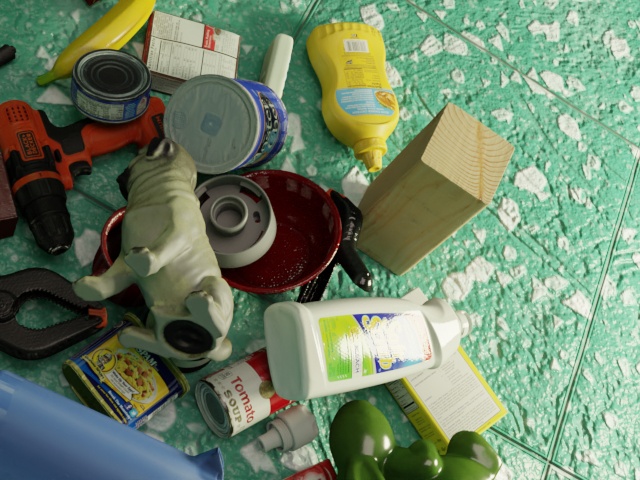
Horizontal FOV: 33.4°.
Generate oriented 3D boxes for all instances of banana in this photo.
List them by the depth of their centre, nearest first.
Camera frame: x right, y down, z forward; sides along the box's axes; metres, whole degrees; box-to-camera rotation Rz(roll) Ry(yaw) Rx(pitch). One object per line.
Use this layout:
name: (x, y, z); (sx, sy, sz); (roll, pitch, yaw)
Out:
banana: (-0.239, -0.242, 1.207); (0.197, 0.070, 0.037); (-49, 134, -29)

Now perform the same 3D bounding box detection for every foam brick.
foam brick: (-0.344, -0.043, 1.088); (0.051, 0.053, 0.078); (-10, 72, -27)

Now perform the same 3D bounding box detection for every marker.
marker: (-0.377, -0.177, 1.154); (0.020, 0.020, 0.121); (45, 58, 1)

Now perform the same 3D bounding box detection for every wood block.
wood block: (0.117, -0.052, 1.201); (0.090, 0.206, 0.090); (33, 58, -7)

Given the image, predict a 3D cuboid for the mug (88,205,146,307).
mug: (-0.198, 0.026, 1.103); (0.117, 0.082, 0.093); (-37, 85, -32)

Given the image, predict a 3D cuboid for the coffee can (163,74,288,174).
coffee can: (-0.100, -0.126, 1.162); (0.103, 0.140, 0.103); (1, 96, 11)

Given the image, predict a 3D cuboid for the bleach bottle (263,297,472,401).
bleach bottle: (0.062, 0.098, 1.124); (0.250, 0.068, 0.102); (-8, 92, -38)

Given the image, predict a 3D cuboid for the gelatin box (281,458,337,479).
gelatin box: (-0.005, 0.280, 1.101); (0.073, 0.030, 0.089); (-19, 76, -29)

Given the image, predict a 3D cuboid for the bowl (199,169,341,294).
bowl: (-0.058, 0.001, 1.172); (0.162, 0.055, 0.162); (-1, 56, 1)

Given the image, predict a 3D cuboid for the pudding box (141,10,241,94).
pudding box: (-0.153, -0.213, 1.257); (0.113, 0.039, 0.090); (12, 63, -16)

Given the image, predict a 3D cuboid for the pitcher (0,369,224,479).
pitcher: (-0.222, 0.229, 0.983); (0.242, 0.145, 0.149); (29, 47, -5)

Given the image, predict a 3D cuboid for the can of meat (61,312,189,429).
can of meat: (-0.196, 0.138, 1.068); (0.083, 0.058, 0.102); (-37, 86, -30)

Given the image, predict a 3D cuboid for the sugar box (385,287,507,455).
sugar box: (0.122, 0.150, 1.208); (0.093, 0.048, 0.176); (-29, 77, -31)

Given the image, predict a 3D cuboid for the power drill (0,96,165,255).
power drill: (-0.239, -0.079, 1.139); (0.187, 0.057, 0.184); (-12, 66, -29)

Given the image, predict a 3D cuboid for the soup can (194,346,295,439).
soup can: (-0.071, 0.154, 1.109); (0.102, 0.069, 0.068); (-24, 79, -30)

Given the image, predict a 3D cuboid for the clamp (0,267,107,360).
clamp: (-0.316, 0.078, 1.038); (0.210, 0.036, 0.164); (10, 66, -4)

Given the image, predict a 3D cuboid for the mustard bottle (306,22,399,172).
mustard bottle: (0.046, -0.174, 1.313); (0.096, 0.058, 0.191); (-2, 68, -26)

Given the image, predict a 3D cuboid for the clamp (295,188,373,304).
clamp: (0.008, 0.019, 1.201); (0.039, 0.120, 0.171); (38, 32, -31)

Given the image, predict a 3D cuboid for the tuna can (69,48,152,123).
tuna can: (-0.224, -0.167, 1.145); (0.086, 0.034, 0.086); (8, 48, -10)
